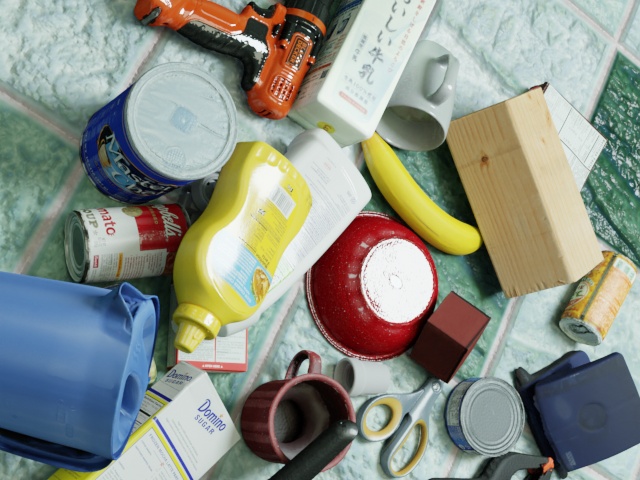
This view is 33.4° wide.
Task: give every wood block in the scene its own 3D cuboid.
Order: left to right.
[{"bbox_3d":[0.224,-0.052,1.177,0.090,0.091,0.206,-26,96,-51],"label":"wood block"}]

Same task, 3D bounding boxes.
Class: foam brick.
[{"bbox_3d":[0.135,0.101,1.118,0.051,0.078,0.052,34,55,12],"label":"foam brick"}]

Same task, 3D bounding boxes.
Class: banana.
[{"bbox_3d":[0.112,-0.039,1.162,0.197,0.037,0.069,38,39,-22],"label":"banana"}]

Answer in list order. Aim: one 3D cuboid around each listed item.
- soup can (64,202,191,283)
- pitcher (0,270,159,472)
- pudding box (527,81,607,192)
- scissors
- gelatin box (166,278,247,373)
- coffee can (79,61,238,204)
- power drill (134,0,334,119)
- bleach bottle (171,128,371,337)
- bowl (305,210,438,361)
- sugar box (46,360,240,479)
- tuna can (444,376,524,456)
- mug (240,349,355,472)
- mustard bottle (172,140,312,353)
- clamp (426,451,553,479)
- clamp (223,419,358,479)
[{"bbox_3d":[-0.176,0.002,0.978,0.102,0.069,0.068,-5,85,-29],"label":"soup can"},{"bbox_3d":[-0.259,0.094,0.854,0.243,0.145,0.149,12,77,1],"label":"pitcher"},{"bbox_3d":[0.276,-0.117,1.259,0.113,0.039,0.090,41,66,-20],"label":"pudding box"},{"bbox_3d":[0.103,0.153,1.139,0.096,0.016,0.201,34,68,-20],"label":"scissors"},{"bbox_3d":[-0.108,0.082,1.026,0.073,0.030,0.089,6,77,-27],"label":"gelatin box"},{"bbox_3d":[-0.149,-0.093,0.966,0.102,0.141,0.103,4,81,-28],"label":"coffee can"},{"bbox_3d":[-0.078,-0.239,1.073,0.187,0.057,0.184,28,71,-22],"label":"power drill"},{"bbox_3d":[-0.057,0.001,1.023,0.102,0.068,0.250,51,55,-10],"label":"bleach bottle"},{"bbox_3d":[0.067,0.045,1.112,0.161,0.055,0.162,4,81,-27],"label":"bowl"},{"bbox_3d":[-0.160,0.200,0.958,0.176,0.048,0.093,-43,129,-29],"label":"sugar box"},{"bbox_3d":[0.178,0.192,1.163,0.086,0.034,0.086,4,81,-28],"label":"tuna can"},{"bbox_3d":[-0.024,0.163,1.030,0.093,0.082,0.117,14,77,-26],"label":"mug"},{"bbox_3d":[-0.077,0.013,0.931,0.096,0.058,0.191,50,55,-41],"label":"mustard bottle"},{"bbox_3d":[0.191,0.290,1.153,0.171,0.039,0.120,-16,93,-30],"label":"clamp"},{"bbox_3d":[-0.052,0.243,0.966,0.209,0.036,0.164,-5,111,-10],"label":"clamp"}]
